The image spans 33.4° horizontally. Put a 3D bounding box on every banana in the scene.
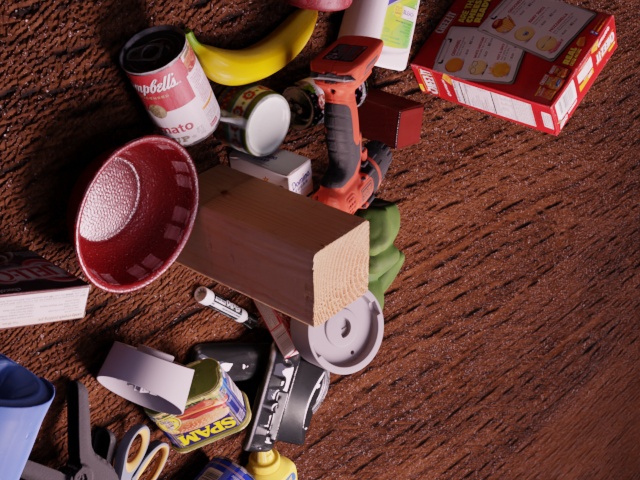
[{"bbox_3d":[-0.067,-0.205,1.139,0.197,0.037,0.070,-25,129,-45],"label":"banana"}]

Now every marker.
[{"bbox_3d":[-0.109,0.081,1.264,0.121,0.020,0.020,36,79,-56],"label":"marker"}]

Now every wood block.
[{"bbox_3d":[-0.057,0.001,1.120,0.090,0.206,0.090,-32,133,-41],"label":"wood block"}]

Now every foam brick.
[{"bbox_3d":[0.082,-0.153,1.340,0.052,0.078,0.051,-21,126,-44],"label":"foam brick"}]

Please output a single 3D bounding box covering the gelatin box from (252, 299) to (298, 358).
[{"bbox_3d":[-0.034,0.094,1.319,0.073,0.089,0.030,-13,158,-49],"label":"gelatin box"}]

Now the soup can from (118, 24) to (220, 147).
[{"bbox_3d":[-0.144,-0.149,1.037,0.068,0.069,0.102,-51,143,-23],"label":"soup can"}]

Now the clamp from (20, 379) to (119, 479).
[{"bbox_3d":[-0.264,0.243,1.092,0.120,0.039,0.171,-29,106,-31],"label":"clamp"}]

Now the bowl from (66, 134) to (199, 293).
[{"bbox_3d":[-0.194,-0.032,1.048,0.161,0.055,0.162,-31,132,-42],"label":"bowl"}]

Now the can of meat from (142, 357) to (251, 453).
[{"bbox_3d":[-0.142,0.186,1.216,0.102,0.057,0.084,-23,136,5],"label":"can of meat"}]

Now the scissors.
[{"bbox_3d":[-0.229,0.280,1.157,0.201,0.016,0.096,-50,142,-44],"label":"scissors"}]

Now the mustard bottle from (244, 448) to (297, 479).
[{"bbox_3d":[-0.069,0.345,1.439,0.096,0.058,0.192,-38,136,-38],"label":"mustard bottle"}]

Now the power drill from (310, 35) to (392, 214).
[{"bbox_3d":[0.039,-0.128,1.191,0.184,0.057,0.188,-53,144,-56],"label":"power drill"}]

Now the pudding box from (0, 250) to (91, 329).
[{"bbox_3d":[-0.276,0.043,0.947,0.113,0.090,0.039,-8,116,-52],"label":"pudding box"}]

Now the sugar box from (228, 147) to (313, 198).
[{"bbox_3d":[-0.050,-0.023,1.220,0.048,0.093,0.176,-40,137,-34],"label":"sugar box"}]

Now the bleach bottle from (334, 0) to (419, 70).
[{"bbox_3d":[0.085,-0.332,1.255,0.102,0.068,0.251,-3,109,-54],"label":"bleach bottle"}]

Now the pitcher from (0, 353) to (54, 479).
[{"bbox_3d":[-0.339,0.219,0.932,0.149,0.145,0.243,17,99,-25],"label":"pitcher"}]

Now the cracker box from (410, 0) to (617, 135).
[{"bbox_3d":[0.254,-0.243,1.402,0.164,0.214,0.072,-55,146,-17],"label":"cracker box"}]
